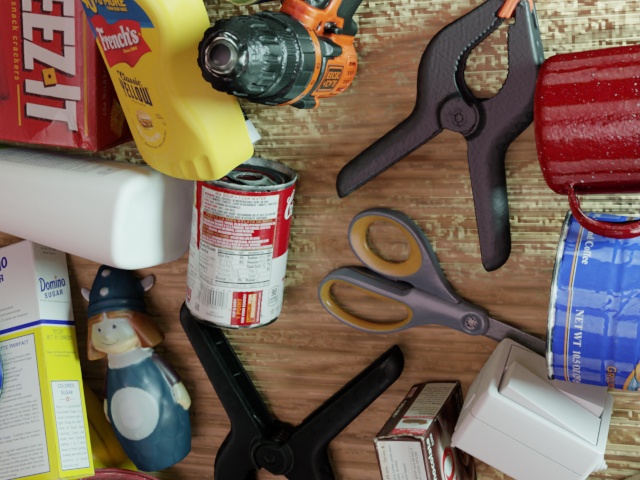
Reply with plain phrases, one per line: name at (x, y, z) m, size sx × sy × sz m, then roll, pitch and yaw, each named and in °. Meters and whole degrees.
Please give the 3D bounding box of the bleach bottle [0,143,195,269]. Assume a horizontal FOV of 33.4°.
bleach bottle at (-0.218, -0.039, 0.763) m, size 0.251 × 0.102 × 0.068 m, roll 13°, pitch 102°, yaw 24°

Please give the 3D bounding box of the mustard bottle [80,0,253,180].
mustard bottle at (-0.104, -0.131, 0.645) m, size 0.096 × 0.058 × 0.191 m, roll 26°, pitch 142°, yaw 45°

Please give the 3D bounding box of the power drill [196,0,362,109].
power drill at (0.008, -0.161, 0.589) m, size 0.057 × 0.184 × 0.188 m, roll 32°, pitch 105°, yaw 9°

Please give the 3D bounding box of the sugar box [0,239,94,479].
sugar box at (-0.225, 0.095, 0.794) m, size 0.093 × 0.048 × 0.176 m, roll -15°, pitch 75°, yaw 25°

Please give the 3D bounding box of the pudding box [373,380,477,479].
pudding box at (0.074, 0.162, 0.706) m, size 0.039 × 0.090 × 0.113 m, roll -8°, pitch 103°, yaw 24°

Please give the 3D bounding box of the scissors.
scissors at (0.095, 0.033, 0.698) m, size 0.202 × 0.016 × 0.096 m, roll 8°, pitch 109°, yaw 19°

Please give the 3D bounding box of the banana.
banana at (-0.184, 0.159, 0.838) m, size 0.198 × 0.037 × 0.070 m, roll 55°, pitch 139°, yaw 0°

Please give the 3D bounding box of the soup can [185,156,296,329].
soup can at (-0.055, 0.001, 0.718) m, size 0.068 × 0.068 × 0.102 m, roll 13°, pitch 111°, yaw 17°

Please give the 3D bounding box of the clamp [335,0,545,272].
clamp at (0.079, -0.076, 0.658) m, size 0.120 × 0.039 × 0.171 m, roll 17°, pitch 106°, yaw 11°

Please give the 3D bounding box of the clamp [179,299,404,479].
clamp at (-0.021, 0.146, 0.767) m, size 0.165 × 0.036 × 0.210 m, roll 7°, pitch 111°, yaw 20°

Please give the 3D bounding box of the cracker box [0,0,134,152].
cracker box at (-0.233, -0.156, 0.736) m, size 0.214 × 0.072 × 0.164 m, roll 9°, pitch 110°, yaw 18°
